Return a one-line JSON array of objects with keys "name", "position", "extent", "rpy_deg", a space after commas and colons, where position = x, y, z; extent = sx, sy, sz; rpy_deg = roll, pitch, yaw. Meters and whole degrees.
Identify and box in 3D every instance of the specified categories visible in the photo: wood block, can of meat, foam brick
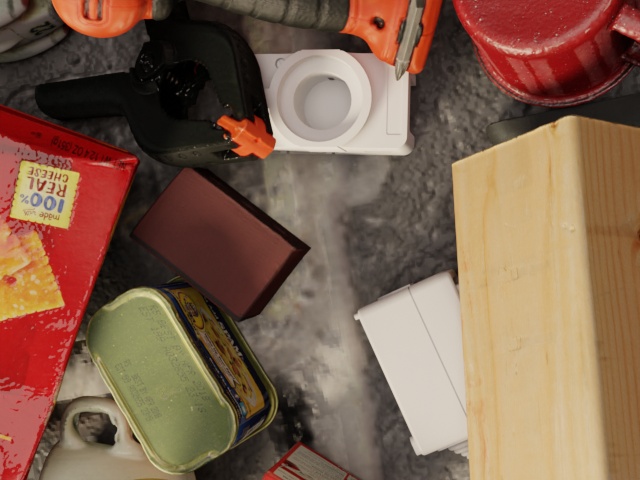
[{"name": "wood block", "position": [0.128, 0.058, 0.500], "extent": [0.090, 0.090, 0.206], "rpy_deg": [6, 76, -30]}, {"name": "can of meat", "position": [-0.074, 0.071, 0.577], "extent": [0.057, 0.084, 0.102], "rpy_deg": [-33, 85, 8]}, {"name": "foam brick", "position": [-0.054, 0.001, 0.589], "extent": [0.078, 0.053, 0.051], "rpy_deg": [37, 96, 7]}]

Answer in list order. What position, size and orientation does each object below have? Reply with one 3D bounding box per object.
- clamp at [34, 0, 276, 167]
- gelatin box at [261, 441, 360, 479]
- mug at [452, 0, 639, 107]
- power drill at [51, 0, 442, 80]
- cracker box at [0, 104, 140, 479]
[{"name": "clamp", "position": [-0.091, -0.084, 0.577], "extent": [0.120, 0.039, 0.172], "rpy_deg": [-53, 50, 16]}, {"name": "gelatin box", "position": [0.004, 0.143, 0.560], "extent": [0.073, 0.089, 0.030], "rpy_deg": [30, 94, 8]}, {"name": "mug", "position": [0.120, -0.112, 0.514], "extent": [0.117, 0.081, 0.093], "rpy_deg": [35, 97, 20]}, {"name": "power drill", "position": [-0.033, -0.150, 0.552], "extent": [0.187, 0.184, 0.057], "rpy_deg": [8, 129, -3]}, {"name": "cracker box", "position": [-0.202, 0.030, 0.537], "extent": [0.164, 0.072, 0.214], "rpy_deg": [20, 89, -9]}]
